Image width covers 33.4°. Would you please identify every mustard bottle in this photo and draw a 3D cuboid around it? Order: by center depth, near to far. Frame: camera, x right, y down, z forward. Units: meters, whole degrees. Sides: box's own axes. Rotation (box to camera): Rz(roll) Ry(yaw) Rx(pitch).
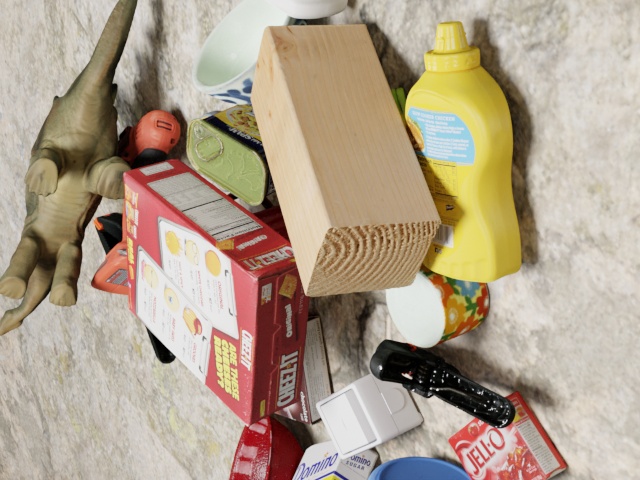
[{"bbox_3d":[0.105,-0.069,0.811,0.096,0.058,0.191,22,124,56],"label":"mustard bottle"}]

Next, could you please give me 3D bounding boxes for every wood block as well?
[{"bbox_3d":[0.013,-0.067,0.848,0.090,0.090,0.206,108,151,-51],"label":"wood block"}]

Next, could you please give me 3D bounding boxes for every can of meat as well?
[{"bbox_3d":[-0.060,-0.087,0.998,0.102,0.083,0.057,32,133,29],"label":"can of meat"}]

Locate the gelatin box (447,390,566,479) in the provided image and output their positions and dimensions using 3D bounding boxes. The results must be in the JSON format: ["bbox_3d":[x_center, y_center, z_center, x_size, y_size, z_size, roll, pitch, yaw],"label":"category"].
[{"bbox_3d":[0.153,0.178,0.892,0.073,0.030,0.089,59,144,17],"label":"gelatin box"}]

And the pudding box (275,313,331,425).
[{"bbox_3d":[-0.032,0.129,1.118,0.090,0.039,0.113,7,112,53],"label":"pudding box"}]

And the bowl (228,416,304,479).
[{"bbox_3d":[-0.057,0.267,1.170,0.162,0.055,0.162,-166,90,-75],"label":"bowl"}]

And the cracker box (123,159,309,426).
[{"bbox_3d":[-0.100,0.042,0.994,0.214,0.071,0.164,36,134,39],"label":"cracker box"}]

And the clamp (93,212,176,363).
[{"bbox_3d":[-0.229,0.046,1.354,0.210,0.036,0.165,44,138,36],"label":"clamp"}]

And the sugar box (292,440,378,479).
[{"bbox_3d":[-0.012,0.283,1.057,0.048,0.176,0.093,34,149,-17],"label":"sugar box"}]

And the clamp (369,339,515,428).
[{"bbox_3d":[0.078,0.107,0.883,0.039,0.120,0.172,-62,15,-4],"label":"clamp"}]

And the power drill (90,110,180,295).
[{"bbox_3d":[-0.218,-0.037,1.215,0.185,0.057,0.187,-34,50,57],"label":"power drill"}]
